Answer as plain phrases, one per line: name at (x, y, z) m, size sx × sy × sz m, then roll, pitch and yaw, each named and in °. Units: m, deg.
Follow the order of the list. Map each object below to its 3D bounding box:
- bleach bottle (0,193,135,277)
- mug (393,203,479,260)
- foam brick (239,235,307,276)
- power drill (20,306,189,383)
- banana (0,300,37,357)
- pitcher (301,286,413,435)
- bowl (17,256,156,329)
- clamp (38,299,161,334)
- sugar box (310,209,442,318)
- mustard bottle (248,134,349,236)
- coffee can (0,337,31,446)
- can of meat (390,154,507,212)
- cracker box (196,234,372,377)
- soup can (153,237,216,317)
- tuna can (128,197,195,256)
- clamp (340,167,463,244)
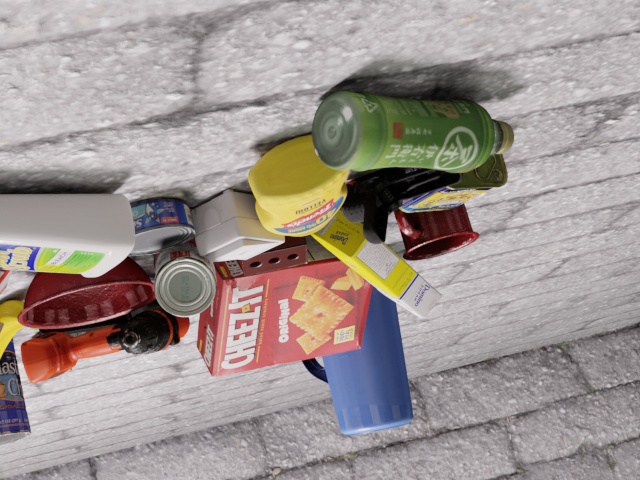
bleach bottle at (-0.298, -0.007, 0.953) m, size 0.250 × 0.068 × 0.103 m, roll 1°, pitch 161°, yaw -40°
mug at (0.123, -0.030, 1.247) m, size 0.093 × 0.081 × 0.117 m, roll -27°, pitch 162°, yaw 38°
foam brick at (-0.058, 0.002, 1.225) m, size 0.078 × 0.051 × 0.053 m, roll -12°, pitch 156°, yaw -5°
power drill at (-0.265, 0.126, 1.308) m, size 0.188 × 0.057 × 0.184 m, roll -13°, pitch 178°, yaw 9°
banana at (-0.398, 0.129, 1.308) m, size 0.037 × 0.069 × 0.198 m, roll 19°, pitch 132°, yaw -30°
pitcher at (0.050, 0.155, 1.545) m, size 0.144 × 0.243 × 0.149 m, roll -9°, pitch 172°, yaw -17°
bowl at (-0.265, 0.050, 1.205) m, size 0.162 × 0.055 × 0.162 m, roll -14°, pitch 165°, yaw -4°
clamp at (-0.264, 0.102, 1.439) m, size 0.165 × 0.036 × 0.209 m, roll -20°, pitch 162°, yaw 20°
sugar box at (0.063, 0.026, 1.260) m, size 0.048 × 0.093 × 0.176 m, roll -52°, pitch 135°, yaw -5°
mustard bottle at (-0.020, -0.046, 1.089) m, size 0.096 × 0.058 × 0.191 m, roll -25°, pitch 167°, yaw -6°
coffee can at (-0.446, 0.200, 1.411) m, size 0.102 × 0.140 × 0.103 m, roll -14°, pitch 165°, yaw -4°
can of meat at (0.138, -0.069, 1.167) m, size 0.101 × 0.057 × 0.084 m, roll -5°, pitch 164°, yaw -35°
cracker box at (-0.042, 0.078, 1.358) m, size 0.213 × 0.072 × 0.164 m, roll -9°, pitch 129°, yaw -24°
soup can at (-0.148, 0.036, 1.165) m, size 0.068 × 0.068 × 0.102 m, roll -14°, pitch -164°, yaw -4°
tuna can at (-0.174, -0.014, 1.102) m, size 0.086 × 0.034 × 0.086 m, roll -14°, pitch 166°, yaw -4°
clamp at (0.076, -0.051, 1.106) m, size 0.120 × 0.039 × 0.171 m, roll -30°, pitch -161°, yaw -6°
